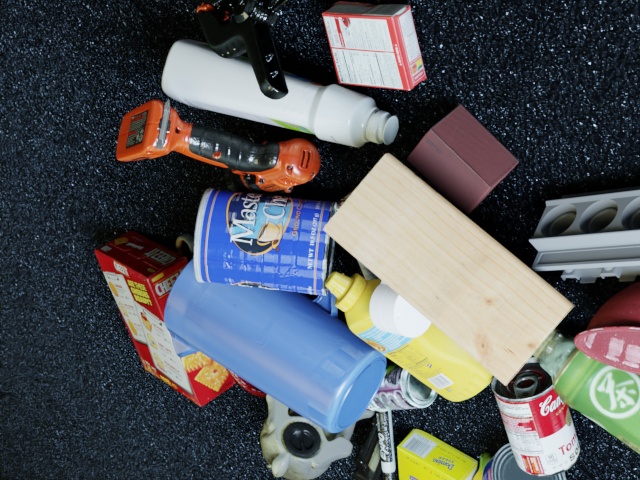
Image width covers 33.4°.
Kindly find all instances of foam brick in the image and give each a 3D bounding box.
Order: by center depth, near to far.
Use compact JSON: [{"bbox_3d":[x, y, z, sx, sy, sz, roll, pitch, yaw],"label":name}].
[{"bbox_3d":[0.129,-0.073,0.966,0.078,0.051,0.053,46,144,7],"label":"foam brick"}]

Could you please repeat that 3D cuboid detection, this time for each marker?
[{"bbox_3d":[0.081,0.250,1.301,0.020,0.020,0.121,1,98,48],"label":"marker"}]

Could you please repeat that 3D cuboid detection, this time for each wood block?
[{"bbox_3d":[0.113,0.025,0.945,0.206,0.090,0.090,40,-178,12],"label":"wood block"}]

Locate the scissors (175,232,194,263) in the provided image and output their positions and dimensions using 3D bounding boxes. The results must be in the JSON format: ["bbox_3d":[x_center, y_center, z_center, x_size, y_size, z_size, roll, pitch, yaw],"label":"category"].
[{"bbox_3d":[-0.148,0.079,1.447,0.096,0.016,0.202,17,133,39],"label":"scissors"}]

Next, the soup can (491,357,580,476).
[{"bbox_3d":[0.219,0.179,1.079,0.069,0.068,0.102,7,126,45],"label":"soup can"}]

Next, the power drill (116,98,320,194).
[{"bbox_3d":[-0.115,-0.092,1.130,0.185,0.187,0.057,-10,70,61],"label":"power drill"}]

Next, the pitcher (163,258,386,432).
[{"bbox_3d":[-0.044,0.101,1.209,0.243,0.144,0.149,31,136,24],"label":"pitcher"}]

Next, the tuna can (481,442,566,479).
[{"bbox_3d":[0.217,0.259,1.138,0.086,0.086,0.034,42,146,12],"label":"tuna can"}]

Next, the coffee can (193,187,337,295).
[{"bbox_3d":[-0.058,0.001,1.148,0.140,0.102,0.103,6,134,5],"label":"coffee can"}]

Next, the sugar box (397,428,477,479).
[{"bbox_3d":[0.144,0.318,1.309,0.093,0.048,0.176,25,136,34],"label":"sugar box"}]

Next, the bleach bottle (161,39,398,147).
[{"bbox_3d":[-0.034,-0.140,1.066,0.251,0.102,0.068,20,97,28],"label":"bleach bottle"}]

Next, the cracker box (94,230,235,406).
[{"bbox_3d":[-0.215,0.105,1.482,0.164,0.072,0.213,21,135,51],"label":"cracker box"}]

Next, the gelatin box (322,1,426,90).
[{"bbox_3d":[0.049,-0.179,0.980,0.089,0.030,0.073,14,132,42],"label":"gelatin box"}]

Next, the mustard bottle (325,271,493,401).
[{"bbox_3d":[0.086,0.093,1.110,0.191,0.058,0.096,35,153,-9],"label":"mustard bottle"}]

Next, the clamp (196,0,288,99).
[{"bbox_3d":[-0.061,-0.206,1.005,0.036,0.164,0.210,27,168,-34],"label":"clamp"}]
